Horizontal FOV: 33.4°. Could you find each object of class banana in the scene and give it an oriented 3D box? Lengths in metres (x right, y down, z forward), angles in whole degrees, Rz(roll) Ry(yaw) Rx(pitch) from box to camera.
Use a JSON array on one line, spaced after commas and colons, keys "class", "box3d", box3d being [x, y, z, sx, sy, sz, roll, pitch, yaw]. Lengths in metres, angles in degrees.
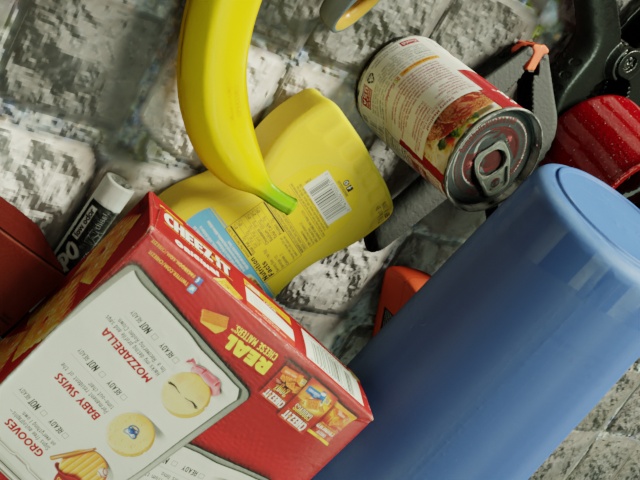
[{"class": "banana", "box3d": [-0.040, -0.110, 0.561, 0.069, 0.037, 0.198, -1, 113, -18]}]

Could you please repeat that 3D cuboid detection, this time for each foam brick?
[{"class": "foam brick", "box3d": [-0.182, 0.004, 0.552, 0.053, 0.051, 0.078, -42, 137, 1]}]

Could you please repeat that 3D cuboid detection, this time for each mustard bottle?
[{"class": "mustard bottle", "box3d": [-0.054, 0.001, 0.635, 0.191, 0.058, 0.096, -37, 127, -5]}]

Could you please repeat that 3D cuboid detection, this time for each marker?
[{"class": "marker", "box3d": [-0.147, 0.014, 0.609, 0.020, 0.020, 0.121, 24, 108, -45]}]

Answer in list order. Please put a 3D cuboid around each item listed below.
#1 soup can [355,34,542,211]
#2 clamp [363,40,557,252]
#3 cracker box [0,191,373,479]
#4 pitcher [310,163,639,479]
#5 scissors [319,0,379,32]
[{"class": "soup can", "box3d": [0.074, -0.072, 0.638, 0.068, 0.102, 0.068, -19, 133, -23]}, {"class": "clamp", "box3d": [0.098, -0.051, 0.705, 0.120, 0.039, 0.171, 7, 102, -25]}, {"class": "cracker box", "box3d": [-0.105, 0.106, 0.586, 0.214, 0.072, 0.164, -45, 110, 9]}, {"class": "pitcher", "box3d": [0.095, 0.070, 0.633, 0.144, 0.149, 0.243, -5, 139, -55]}, {"class": "scissors", "box3d": [0.022, -0.140, 0.533, 0.096, 0.016, 0.201, -38, 176, 20]}]
